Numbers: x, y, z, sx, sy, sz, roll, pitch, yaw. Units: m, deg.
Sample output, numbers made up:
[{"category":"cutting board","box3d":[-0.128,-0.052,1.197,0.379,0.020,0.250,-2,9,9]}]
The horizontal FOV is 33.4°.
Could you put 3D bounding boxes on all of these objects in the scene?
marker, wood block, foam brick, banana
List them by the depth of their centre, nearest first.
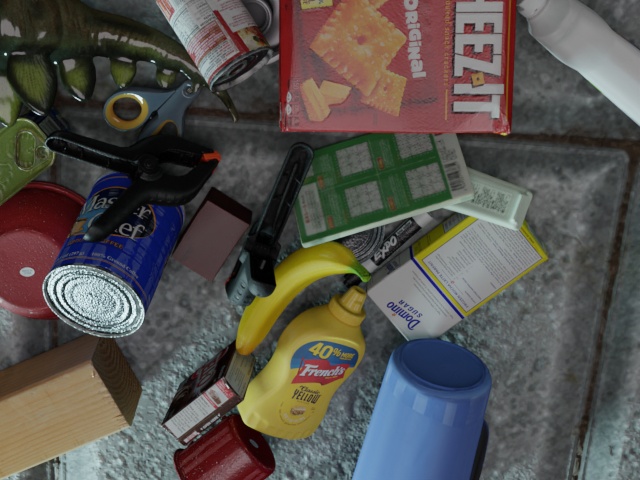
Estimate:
[{"category":"banana","box3d":[-0.029,0.051,1.113,0.037,0.069,0.198,22,137,-37]},{"category":"foam brick","box3d":[-0.114,-0.007,1.122,0.053,0.051,0.078,32,107,-10]},{"category":"marker","box3d":[0.070,0.009,1.142,0.121,0.020,0.020,-43,104,14]},{"category":"wood block","box3d":[-0.313,0.186,1.176,0.206,0.090,0.091,-23,109,9]}]

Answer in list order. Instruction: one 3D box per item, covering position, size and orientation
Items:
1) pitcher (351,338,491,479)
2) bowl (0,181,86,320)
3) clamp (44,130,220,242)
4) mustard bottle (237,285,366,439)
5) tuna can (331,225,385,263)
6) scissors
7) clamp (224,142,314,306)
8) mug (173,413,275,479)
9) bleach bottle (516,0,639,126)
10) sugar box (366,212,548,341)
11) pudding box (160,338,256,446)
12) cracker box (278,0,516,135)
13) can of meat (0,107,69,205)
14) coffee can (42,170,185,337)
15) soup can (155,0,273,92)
[{"category":"pitcher","box3d":[0.113,0.229,1.154,0.145,0.149,0.243,14,117,5]},{"category":"bowl","box3d":[-0.304,0.022,1.134,0.162,0.055,0.162,0,110,1]},{"category":"clamp","box3d":[-0.182,-0.072,1.044,0.039,0.171,0.120,-40,76,50]},{"category":"mustard bottle","box3d":[-0.006,0.128,1.155,0.096,0.058,0.192,19,114,-31]},{"category":"tuna can","box3d":[0.025,-0.017,1.126,0.086,0.033,0.086,0,110,1]},{"category":"scissors","box3d":[-0.148,-0.156,1.057,0.096,0.016,0.202,32,125,-6]},{"category":"clamp","box3d":[-0.057,0.001,1.077,0.036,0.210,0.164,21,70,-9]},{"category":"mug","box3d":[-0.111,0.240,1.201,0.081,0.093,0.117,-39,69,9]},{"category":"bleach bottle","box3d":[0.288,-0.162,1.020,0.250,0.102,0.068,32,108,-18]},{"category":"sugar box","box3d":[0.144,0.030,1.136,0.176,0.048,0.093,-36,105,17]},{"category":"pudding box","box3d":[-0.119,0.162,1.152,0.090,0.113,0.039,-40,102,13]},{"category":"cracker box","box3d":[0.069,-0.180,0.978,0.213,0.072,0.164,1,98,3]},{"category":"can of meat","box3d":[-0.307,-0.089,1.078,0.102,0.084,0.057,-36,106,13]},{"category":"coffee can","box3d":[-0.203,0.011,1.067,0.103,0.140,0.103,8,136,8]},{"category":"soup can","box3d":[-0.098,-0.197,0.978,0.068,0.068,0.102,-34,85,12]}]
